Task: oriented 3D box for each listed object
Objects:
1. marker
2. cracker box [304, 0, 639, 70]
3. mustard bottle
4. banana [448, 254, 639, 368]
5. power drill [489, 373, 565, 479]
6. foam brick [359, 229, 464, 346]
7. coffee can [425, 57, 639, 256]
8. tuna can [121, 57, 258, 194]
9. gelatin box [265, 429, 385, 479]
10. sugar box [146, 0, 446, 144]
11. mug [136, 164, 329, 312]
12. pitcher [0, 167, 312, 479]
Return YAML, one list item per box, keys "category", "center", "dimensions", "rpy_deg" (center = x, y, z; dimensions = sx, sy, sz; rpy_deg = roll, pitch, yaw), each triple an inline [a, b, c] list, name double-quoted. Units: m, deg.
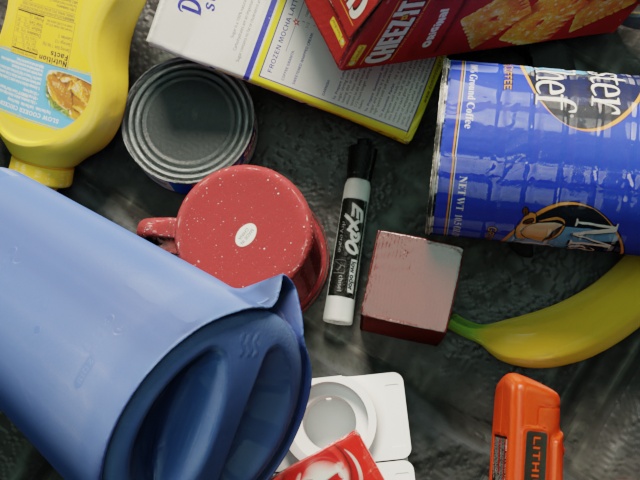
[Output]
- category: "marker"
  center: [0.019, -0.007, 0.679]
  dimensions: [0.020, 0.020, 0.121]
  rpy_deg: [8, 78, 5]
- category: "cracker box"
  center: [0.079, -0.196, 0.635]
  dimensions: [0.213, 0.072, 0.164]
  rpy_deg: [-12, 66, -31]
- category: "mustard bottle"
  center: [-0.163, -0.110, 0.673]
  dimensions: [0.096, 0.058, 0.192]
  rpy_deg: [19, 103, 23]
- category: "banana"
  center: [0.177, 0.024, 0.654]
  dimensions: [0.197, 0.037, 0.070]
  rpy_deg: [-32, 79, -4]
- category: "power drill"
  center: [0.195, 0.124, 0.613]
  dimensions: [0.187, 0.057, 0.184]
  rpy_deg: [6, 80, 0]
- category: "foam brick"
  center: [0.053, 0.030, 0.639]
  dimensions: [0.051, 0.078, 0.053]
  rpy_deg: [13, 79, 4]
- category: "coffee can"
  center: [0.135, -0.046, 0.605]
  dimensions: [0.140, 0.103, 0.103]
  rpy_deg: [6, 78, 6]
- category: "tuna can"
  center: [-0.084, -0.074, 0.692]
  dimensions: [0.086, 0.034, 0.086]
  rpy_deg: [-1, 77, 3]
- category: "gelatin box"
  center: [0.010, 0.158, 0.573]
  dimensions: [0.073, 0.030, 0.089]
  rpy_deg: [-29, 78, -3]
- category: "sugar box"
  center: [-0.010, -0.133, 0.660]
  dimensions: [0.176, 0.048, 0.093]
  rpy_deg: [20, 95, -9]
- category: "mug"
  center: [-0.054, 0.001, 0.650]
  dimensions: [0.117, 0.081, 0.093]
  rpy_deg: [9, 78, 5]
- category: "pitcher"
  center: [-0.138, 0.056, 0.581]
  dimensions: [0.243, 0.148, 0.145]
  rpy_deg: [28, 123, 37]
